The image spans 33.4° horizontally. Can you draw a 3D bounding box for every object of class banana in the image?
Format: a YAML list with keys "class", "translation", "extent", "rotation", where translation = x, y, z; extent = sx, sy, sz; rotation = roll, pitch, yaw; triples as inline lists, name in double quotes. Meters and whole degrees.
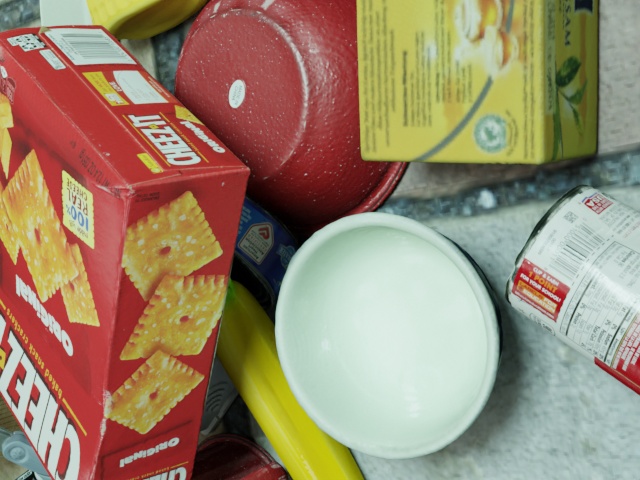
- class: "banana"
  translation: [-0.020, 0.095, 0.594]
  extent: [0.037, 0.069, 0.197]
  rotation: [-29, 107, 4]

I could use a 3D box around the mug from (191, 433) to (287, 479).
- class: "mug"
  translation: [-0.067, 0.166, 0.637]
  extent: [0.117, 0.081, 0.093]
  rotation: [-38, 75, 35]

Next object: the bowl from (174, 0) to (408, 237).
- class: "bowl"
  translation: [-0.028, -0.079, 0.582]
  extent: [0.162, 0.055, 0.162]
  rotation: [7, 101, 35]

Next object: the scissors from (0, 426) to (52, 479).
- class: "scissors"
  translation: [-0.176, 0.127, 0.689]
  extent: [0.096, 0.016, 0.201]
  rotation: [-40, 110, 17]

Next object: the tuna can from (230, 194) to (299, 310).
- class: "tuna can"
  translation: [-0.054, 0.001, 0.599]
  extent: [0.086, 0.086, 0.033]
  rotation: [21, 66, 32]

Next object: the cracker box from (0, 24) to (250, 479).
- class: "cracker box"
  translation: [-0.122, 0.017, 0.562]
  extent: [0.164, 0.071, 0.214]
  rotation: [44, 132, 40]
